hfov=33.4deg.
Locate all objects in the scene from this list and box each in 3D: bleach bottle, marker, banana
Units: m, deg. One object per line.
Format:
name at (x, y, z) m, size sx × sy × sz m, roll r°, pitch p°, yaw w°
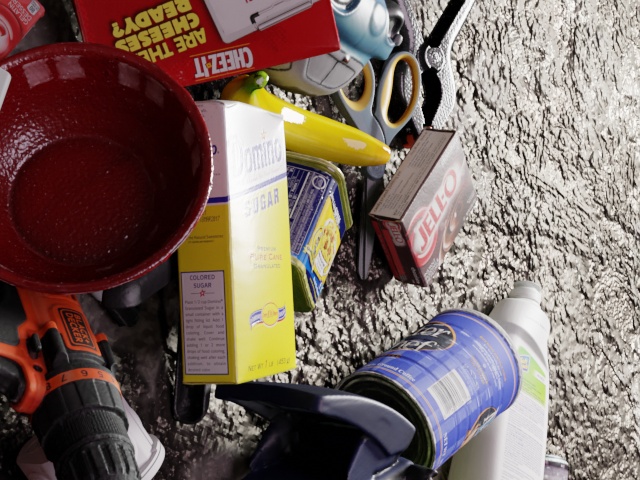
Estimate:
bleach bottle at (0.181, 0.159, 1.016) m, size 0.102 × 0.068 × 0.250 m, roll 38°, pitch 56°, yaw -38°
marker at (-0.158, 0.013, 0.695) m, size 0.121 × 0.020 × 0.020 m, roll 54°, pitch 50°, yaw -28°
banana at (-0.020, -0.089, 0.824) m, size 0.197 × 0.070 × 0.037 m, roll 18°, pitch 88°, yaw -56°

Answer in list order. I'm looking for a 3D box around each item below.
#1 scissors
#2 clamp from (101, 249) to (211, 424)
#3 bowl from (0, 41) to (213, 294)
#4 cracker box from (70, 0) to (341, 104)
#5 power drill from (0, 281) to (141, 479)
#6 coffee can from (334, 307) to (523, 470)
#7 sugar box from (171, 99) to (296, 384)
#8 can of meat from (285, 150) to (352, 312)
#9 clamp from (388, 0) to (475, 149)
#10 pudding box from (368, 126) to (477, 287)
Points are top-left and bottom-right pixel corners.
scissors at (0.031, -0.076, 0.913) m, size 0.096 × 0.016 × 0.201 m, roll 24°, pitch 78°, yaw -24°
clamp at (-0.086, 0.002, 0.730) m, size 0.164 × 0.036 × 0.210 m, roll 68°, pitch 32°, yaw -59°
bowl at (-0.145, -0.036, 0.635) m, size 0.162 × 0.055 × 0.162 m, roll 2°, pitch 67°, yaw -6°
cracker box at (-0.092, -0.211, 0.699) m, size 0.164 × 0.072 × 0.214 m, roll -14°, pitch 100°, yaw -9°
power drill at (-0.191, 0.068, 0.562) m, size 0.187 × 0.185 × 0.057 m, roll 22°, pitch 112°, yaw -41°
coffee can at (0.090, 0.128, 0.889) m, size 0.140 × 0.103 × 0.103 m, roll -27°, pitch 105°, yaw -46°
sugar box at (-0.054, 0.001, 0.696) m, size 0.093 × 0.048 × 0.176 m, roll -1°, pitch 91°, yaw -68°
can of meat at (-0.019, -0.003, 0.800) m, size 0.102 × 0.057 × 0.084 m, roll 76°, pitch 32°, yaw -61°
clamp at (0.100, -0.171, 0.982) m, size 0.120 × 0.039 × 0.171 m, roll -4°, pitch 94°, yaw -31°
pudding box at (0.092, -0.030, 0.937) m, size 0.113 × 0.039 × 0.090 m, roll -59°, pitch 144°, yaw -29°
